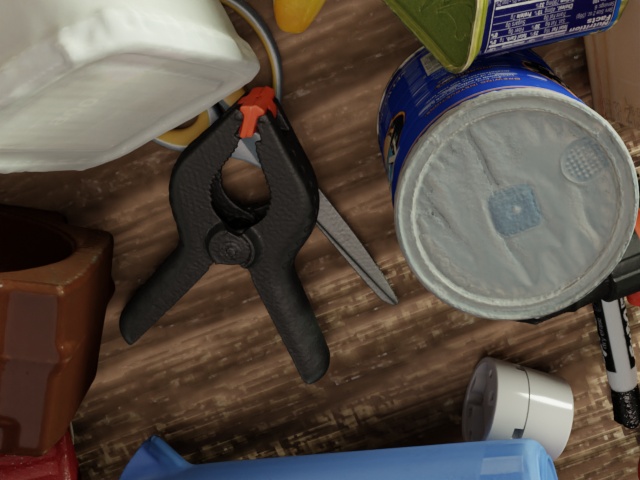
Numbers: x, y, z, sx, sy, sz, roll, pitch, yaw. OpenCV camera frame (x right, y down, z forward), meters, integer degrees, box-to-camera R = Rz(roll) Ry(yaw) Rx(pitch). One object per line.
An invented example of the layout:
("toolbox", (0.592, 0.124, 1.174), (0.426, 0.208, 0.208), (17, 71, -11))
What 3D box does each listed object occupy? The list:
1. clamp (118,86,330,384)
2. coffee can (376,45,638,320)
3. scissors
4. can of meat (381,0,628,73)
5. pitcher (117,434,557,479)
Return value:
("clamp", (-0.054, 0.001, 0.570), (0.120, 0.039, 0.171), (2, 117, 2))
("coffee can", (0.081, -0.037, 0.510), (0.103, 0.140, 0.103), (0, 111, 0))
("scissors", (-0.036, -0.035, 0.578), (0.096, 0.016, 0.201), (-20, 110, 9))
("can of meat", (0.079, -0.128, 0.486), (0.083, 0.102, 0.057), (-15, 136, -19))
("pitcher", (0.011, 0.186, 0.577), (0.243, 0.145, 0.149), (-11, 131, 15))
